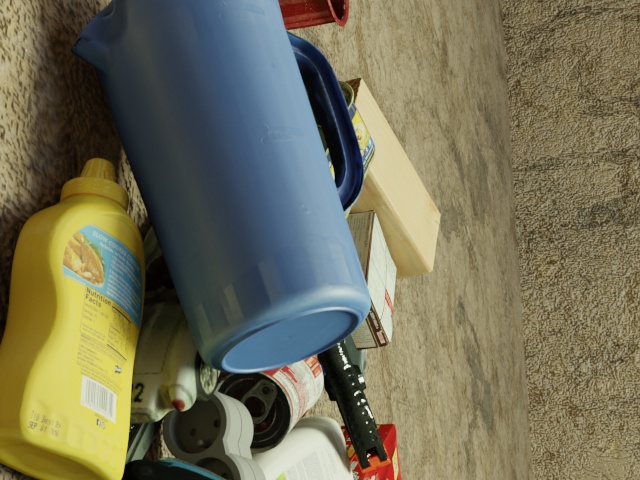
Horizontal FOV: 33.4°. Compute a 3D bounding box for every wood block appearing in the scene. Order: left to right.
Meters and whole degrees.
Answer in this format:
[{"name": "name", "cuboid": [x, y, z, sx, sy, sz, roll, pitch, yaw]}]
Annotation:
[{"name": "wood block", "cuboid": [0.042, -0.057, 1.125, 0.206, 0.090, 0.090, 55, 33, -37]}]

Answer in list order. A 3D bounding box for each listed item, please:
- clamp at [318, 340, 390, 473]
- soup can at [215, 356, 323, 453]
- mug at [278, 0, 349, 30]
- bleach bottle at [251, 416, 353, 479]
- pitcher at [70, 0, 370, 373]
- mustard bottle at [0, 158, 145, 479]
[{"name": "clamp", "cuboid": [0.018, 0.120, 0.954, 0.120, 0.039, 0.171, 62, 3, -69]}, {"name": "soup can", "cuboid": [-0.042, 0.127, 0.884, 0.102, 0.069, 0.068, -30, 112, -72]}, {"name": "mug", "cuboid": [-0.026, -0.262, 1.059, 0.117, 0.082, 0.093, 66, 24, -45]}, {"name": "bleach bottle", "cuboid": [-0.045, 0.207, 0.855, 0.250, 0.068, 0.102, 5, 70, -69]}, {"name": "pitcher", "cuboid": [-0.047, -0.045, 0.683, 0.145, 0.149, 0.243, 56, 13, -68]}, {"name": "mustard bottle", "cuboid": [-0.139, 0.037, 0.613, 0.096, 0.058, 0.191, 47, 39, -52]}]
